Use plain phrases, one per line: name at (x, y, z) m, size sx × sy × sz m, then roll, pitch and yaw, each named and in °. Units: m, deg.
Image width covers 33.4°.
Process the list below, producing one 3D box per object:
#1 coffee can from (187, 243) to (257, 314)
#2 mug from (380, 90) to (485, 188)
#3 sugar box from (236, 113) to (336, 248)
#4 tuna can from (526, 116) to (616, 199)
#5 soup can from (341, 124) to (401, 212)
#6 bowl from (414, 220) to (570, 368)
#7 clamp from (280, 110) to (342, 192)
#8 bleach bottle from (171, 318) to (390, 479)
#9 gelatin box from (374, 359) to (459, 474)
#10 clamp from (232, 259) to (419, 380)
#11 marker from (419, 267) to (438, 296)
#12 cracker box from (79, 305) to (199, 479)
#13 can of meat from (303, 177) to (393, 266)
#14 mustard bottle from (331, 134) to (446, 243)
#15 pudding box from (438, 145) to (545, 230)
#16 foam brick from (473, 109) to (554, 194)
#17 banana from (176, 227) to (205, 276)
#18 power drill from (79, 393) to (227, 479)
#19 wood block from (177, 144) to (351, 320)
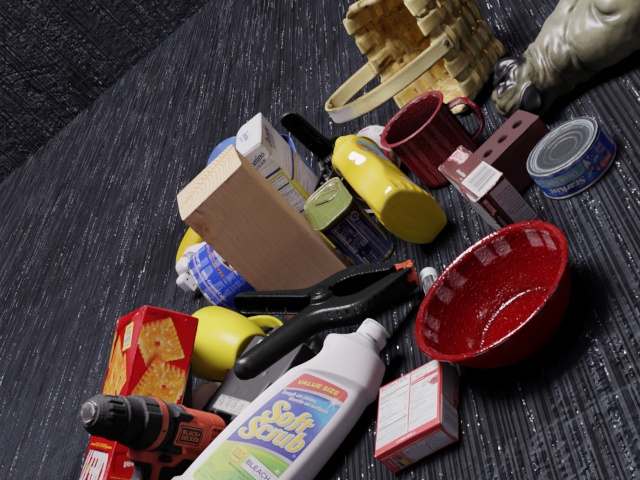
coffee can at (-0.086, 0.018, 1.369) m, size 0.140 × 0.102 × 0.103 m, roll -39°, pitch 23°, yaw 14°
mug at (0.140, -0.123, 1.258) m, size 0.117 × 0.081 × 0.093 m, roll -35°, pitch 25°, yaw 22°
sugar box at (-0.036, -0.069, 1.338) m, size 0.048 × 0.176 × 0.093 m, roll -37°, pitch 24°, yaw 17°
tuna can at (0.250, -0.084, 1.070) m, size 0.086 × 0.033 × 0.086 m, roll -36°, pitch 24°, yaw 19°
soup can at (0.066, -0.092, 1.348) m, size 0.069 × 0.068 × 0.102 m, roll -29°, pitch 27°, yaw 32°
bowl at (0.163, 0.059, 0.946) m, size 0.162 × 0.055 × 0.162 m, roll -36°, pitch 24°, yaw 19°
clamp at (0.008, -0.114, 1.387) m, size 0.039 × 0.120 × 0.171 m, roll -26°, pitch -6°, yaw 20°
bleach bottle at (-0.028, 0.174, 1.027) m, size 0.103 × 0.068 × 0.250 m, roll 34°, pitch 74°, yaw 25°
gelatin box at (0.087, 0.154, 0.947) m, size 0.073 × 0.030 × 0.089 m, roll -34°, pitch 25°, yaw 27°
clamp at (0.000, 0.074, 1.105) m, size 0.210 × 0.036 × 0.164 m, roll -17°, pitch 25°, yaw 10°
marker at (0.117, 0.064, 1.062) m, size 0.020 × 0.020 × 0.121 m, roll -38°, pitch 24°, yaw 15°
cracker box at (-0.205, 0.187, 1.181) m, size 0.164 × 0.072 × 0.213 m, roll 157°, pitch 126°, yaw -68°
can of meat at (0.034, -0.017, 1.253) m, size 0.057 × 0.084 × 0.102 m, roll -42°, pitch 23°, yaw 6°
mustard bottle at (0.064, -0.072, 1.221) m, size 0.058 × 0.096 × 0.192 m, roll -54°, pitch 38°, yaw 12°
pudding box at (0.172, -0.040, 1.055) m, size 0.039 × 0.090 × 0.113 m, roll -44°, pitch 23°, yaw 6°
foam brick at (0.207, -0.091, 1.131) m, size 0.078 × 0.051 × 0.053 m, roll -45°, pitch 22°, yaw 0°
banana at (-0.177, -0.020, 1.669) m, size 0.070 × 0.037 × 0.197 m, roll -8°, pitch 42°, yaw 56°
power drill at (-0.178, 0.243, 1.026) m, size 0.057 × 0.184 × 0.187 m, roll 14°, pitch 84°, yaw 40°
wood block at (-0.058, 0.001, 1.219) m, size 0.091 × 0.206 × 0.090 m, roll -43°, pitch 23°, yaw 6°
